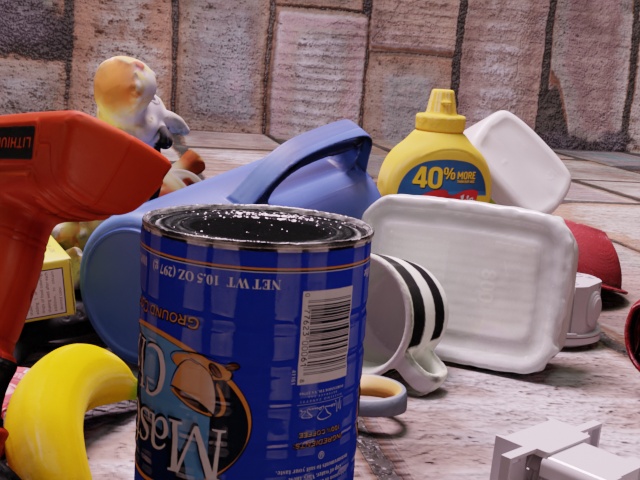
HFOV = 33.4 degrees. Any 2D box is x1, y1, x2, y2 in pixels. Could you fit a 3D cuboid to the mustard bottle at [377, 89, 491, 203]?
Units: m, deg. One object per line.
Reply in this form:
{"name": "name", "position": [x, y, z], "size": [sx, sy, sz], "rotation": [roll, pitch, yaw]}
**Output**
{"name": "mustard bottle", "position": [0.094, -0.029, 0.885], "size": [0.096, 0.192, 0.058], "rotation": [1, 10, -16]}

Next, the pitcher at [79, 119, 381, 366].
{"name": "pitcher", "position": [-0.055, 0.001, 0.787], "size": [0.145, 0.149, 0.242], "rotation": [-5, 10, 32]}

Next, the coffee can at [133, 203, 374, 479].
{"name": "coffee can", "position": [-0.032, 0.060, 0.480], "size": [0.103, 0.140, 0.103], "rotation": [4, 10, -1]}

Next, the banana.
{"name": "banana", "position": [-0.125, 0.090, 0.543], "size": [0.069, 0.037, 0.197], "rotation": [22, 12, -2]}

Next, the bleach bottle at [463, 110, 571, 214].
{"name": "bleach bottle", "position": [0.132, -0.041, 1.030], "size": [0.068, 0.102, 0.251], "rotation": [-46, 5, -22]}

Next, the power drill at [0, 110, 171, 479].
{"name": "power drill", "position": [-0.129, 0.041, 0.434], "size": [0.057, 0.187, 0.185], "rotation": [30, -14, -37]}
